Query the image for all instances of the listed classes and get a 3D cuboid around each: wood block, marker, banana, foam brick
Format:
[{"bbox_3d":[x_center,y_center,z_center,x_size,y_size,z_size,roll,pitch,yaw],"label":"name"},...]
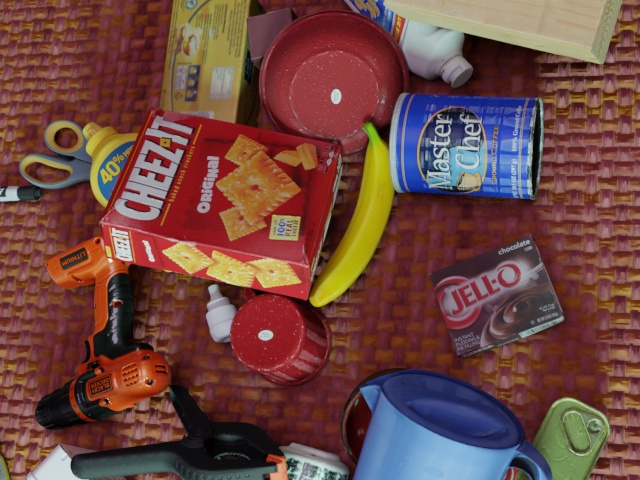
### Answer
[{"bbox_3d":[0.178,-0.241,1.024,0.206,0.090,0.091,18,97,21],"label":"wood block"},{"bbox_3d":[-0.386,-0.055,1.271,0.121,0.020,0.020,-1,76,16],"label":"marker"},{"bbox_3d":[0.040,-0.022,1.114,0.037,0.069,0.198,13,87,56],"label":"banana"},{"bbox_3d":[-0.043,-0.214,1.180,0.053,0.078,0.051,-10,75,14],"label":"foam brick"}]

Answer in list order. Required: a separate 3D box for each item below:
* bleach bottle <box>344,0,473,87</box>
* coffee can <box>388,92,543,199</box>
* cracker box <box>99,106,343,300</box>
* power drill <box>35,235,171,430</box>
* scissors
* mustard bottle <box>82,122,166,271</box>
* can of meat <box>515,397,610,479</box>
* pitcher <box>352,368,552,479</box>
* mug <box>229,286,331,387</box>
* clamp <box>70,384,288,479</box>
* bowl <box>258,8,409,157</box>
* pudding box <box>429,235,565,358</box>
[{"bbox_3d":[0.081,-0.269,1.150,0.251,0.067,0.103,53,138,20],"label":"bleach bottle"},{"bbox_3d":[0.149,-0.096,1.079,0.140,0.102,0.103,4,77,17],"label":"coffee can"},{"bbox_3d":[-0.096,-0.042,1.093,0.214,0.072,0.164,12,54,5],"label":"cracker box"},{"bbox_3d":[-0.248,0.101,1.157,0.185,0.057,0.187,-22,70,28],"label":"power drill"},{"bbox_3d":[-0.251,-0.092,1.242,0.202,0.016,0.096,5,70,10],"label":"scissors"},{"bbox_3d":[-0.198,-0.062,1.186,0.096,0.058,0.192,-44,75,-4],"label":"mustard bottle"},{"bbox_3d":[0.227,0.201,0.990,0.057,0.084,0.102,25,84,21],"label":"can of meat"},{"bbox_3d":[0.091,0.252,0.961,0.149,0.144,0.243,46,123,58],"label":"pitcher"},{"bbox_3d":[-0.048,0.090,1.101,0.093,0.081,0.117,-30,70,7],"label":"mug"},{"bbox_3d":[-0.117,0.199,1.052,0.210,0.164,0.036,4,115,26],"label":"clamp"},{"bbox_3d":[0.014,-0.157,1.116,0.162,0.055,0.162,0,110,1],"label":"bowl"},{"bbox_3d":[0.176,0.058,1.066,0.113,0.039,0.090,-21,71,10],"label":"pudding box"}]
